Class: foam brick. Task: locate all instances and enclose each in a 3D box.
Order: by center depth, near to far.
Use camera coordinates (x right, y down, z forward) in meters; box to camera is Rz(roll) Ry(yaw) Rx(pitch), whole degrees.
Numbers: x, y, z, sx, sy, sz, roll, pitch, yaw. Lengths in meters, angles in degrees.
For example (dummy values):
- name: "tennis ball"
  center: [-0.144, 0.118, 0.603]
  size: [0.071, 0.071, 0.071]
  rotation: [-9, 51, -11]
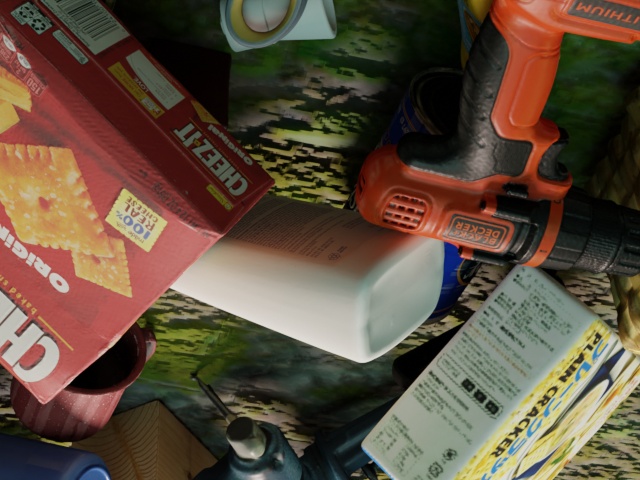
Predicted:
- name: "foam brick"
  center: [-0.087, -0.079, 0.659]
  size: [0.053, 0.078, 0.051]
  rotation: [12, 131, -13]

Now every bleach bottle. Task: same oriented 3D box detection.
- name: "bleach bottle"
  center: [-0.054, 0.001, 0.679]
  size: [0.251, 0.102, 0.068]
  rotation: [17, 120, 31]

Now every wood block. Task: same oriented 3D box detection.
- name: "wood block"
  center: [-0.126, 0.244, 0.945]
  size: [0.090, 0.091, 0.206]
  rotation: [-22, 130, 14]

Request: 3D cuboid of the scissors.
- name: "scissors"
  center: [0.004, -0.180, 0.589]
  size: [0.202, 0.016, 0.096]
  rotation: [-24, 96, 18]

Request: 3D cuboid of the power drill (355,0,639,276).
- name: "power drill"
  center: [0.129, -0.062, 0.566]
  size: [0.184, 0.057, 0.188]
  rotation: [11, 129, -11]

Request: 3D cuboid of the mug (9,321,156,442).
- name: "mug"
  center: [-0.179, 0.096, 0.816]
  size: [0.117, 0.093, 0.082]
  rotation: [-18, 151, -40]

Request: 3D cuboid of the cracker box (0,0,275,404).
- name: "cracker box"
  center: [-0.153, -0.021, 0.609]
  size: [0.164, 0.072, 0.214]
  rotation: [46, 129, -4]

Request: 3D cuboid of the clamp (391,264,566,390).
- name: "clamp"
  center: [0.128, 0.061, 0.768]
  size: [0.164, 0.036, 0.210]
  rotation: [-43, 156, -3]

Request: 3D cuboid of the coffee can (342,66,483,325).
- name: "coffee can"
  center: [0.075, -0.027, 0.702]
  size: [0.102, 0.103, 0.140]
  rotation: [15, 130, -18]
